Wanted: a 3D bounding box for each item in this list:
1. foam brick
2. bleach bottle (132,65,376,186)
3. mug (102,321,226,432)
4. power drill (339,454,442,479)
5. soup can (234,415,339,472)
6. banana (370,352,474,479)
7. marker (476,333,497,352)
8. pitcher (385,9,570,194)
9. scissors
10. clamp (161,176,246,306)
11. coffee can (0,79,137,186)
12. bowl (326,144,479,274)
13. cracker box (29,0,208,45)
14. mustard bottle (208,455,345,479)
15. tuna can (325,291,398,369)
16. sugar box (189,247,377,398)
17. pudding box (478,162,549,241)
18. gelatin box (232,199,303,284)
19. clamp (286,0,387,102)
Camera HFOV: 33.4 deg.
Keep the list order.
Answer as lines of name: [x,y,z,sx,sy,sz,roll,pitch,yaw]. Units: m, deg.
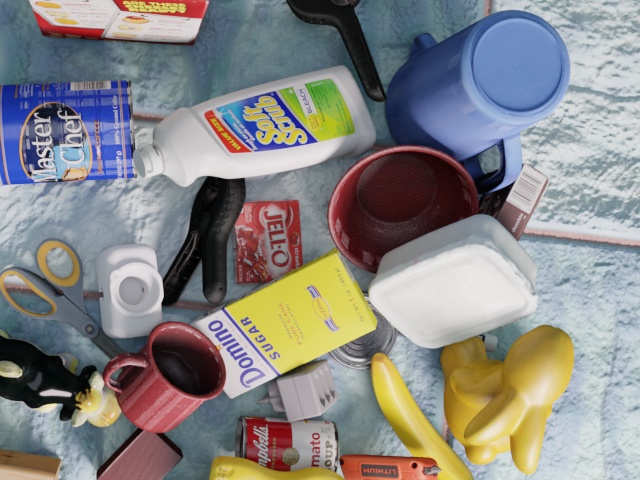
foam brick: [-0.189,0.234,1.114,0.051,0.053,0.078,45,83,-6]
bleach bottle: [-0.070,-0.105,1.097,0.250,0.068,0.102,-20,86,-28]
mug: [-0.165,0.140,1.080,0.117,0.082,0.093,15,43,-38]
power drill: [0.059,0.323,1.132,0.185,0.057,0.187,-4,81,23]
soup can: [-0.037,0.223,1.133,0.102,0.068,0.068,5,88,-11]
banana: [0.109,0.203,1.160,0.198,0.070,0.037,51,53,-5]
marker: [0.139,0.099,1.190,0.121,0.020,0.020,18,86,-9]
pitcher: [0.162,-0.144,1.085,0.149,0.243,0.145,26,84,-8]
scissors: [-0.241,0.073,1.127,0.201,0.016,0.096,30,81,-12]
clamp: [-0.111,-0.006,1.105,0.039,0.120,0.171,24,82,-38]
coffee can: [-0.260,-0.110,1.083,0.140,0.103,0.103,-4,90,-10]
bowl: [0.085,-0.042,1.145,0.162,0.055,0.162,-2,123,-3]
cracker box: [-0.195,-0.247,1.040,0.164,0.214,0.072,2,88,-10]
mustard bottle: [-0.020,0.276,1.078,0.191,0.058,0.096,8,90,-6]
tuna can: [0.041,0.098,1.166,0.086,0.034,0.086,0,89,-10]
sugar box: [-0.039,0.088,1.122,0.176,0.048,0.093,-28,94,7]
pudding box: [0.196,-0.025,1.167,0.039,0.090,0.113,31,83,-10]
gelatin box: [-0.058,0.001,1.152,0.073,0.030,0.089,-3,90,-10]
clamp: [0.027,-0.250,1.129,0.210,0.036,0.164,26,87,18]
